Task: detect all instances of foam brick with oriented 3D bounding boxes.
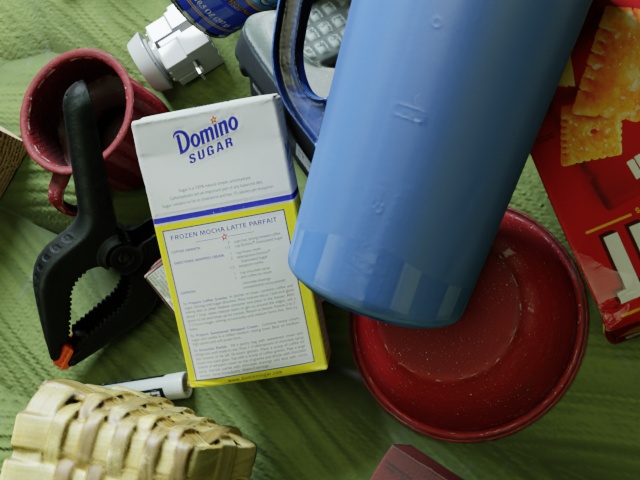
[{"bbox_3d":[0.069,0.169,0.667,0.078,0.051,0.053,31,90,23],"label":"foam brick"}]

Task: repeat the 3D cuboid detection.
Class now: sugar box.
[{"bbox_3d":[-0.054,0.001,0.680,0.093,0.048,0.176,-9,98,6],"label":"sugar box"}]

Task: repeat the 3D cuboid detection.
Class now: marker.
[{"bbox_3d":[-0.151,0.112,0.777,0.121,0.020,0.020,-10,76,18],"label":"marker"}]

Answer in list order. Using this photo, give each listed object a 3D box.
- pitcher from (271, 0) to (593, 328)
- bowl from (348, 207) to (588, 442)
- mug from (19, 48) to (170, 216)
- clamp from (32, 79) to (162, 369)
[{"bbox_3d":[0.055,-0.083,0.600,0.149,0.144,0.243,36,112,56],"label":"pitcher"},{"bbox_3d":[0.087,0.047,0.683,0.162,0.055,0.162,-4,77,19],"label":"bowl"},{"bbox_3d":[-0.163,-0.072,0.786,0.093,0.081,0.117,18,86,22],"label":"mug"},{"bbox_3d":[-0.132,0.002,0.756,0.210,0.164,0.036,-64,32,20],"label":"clamp"}]
